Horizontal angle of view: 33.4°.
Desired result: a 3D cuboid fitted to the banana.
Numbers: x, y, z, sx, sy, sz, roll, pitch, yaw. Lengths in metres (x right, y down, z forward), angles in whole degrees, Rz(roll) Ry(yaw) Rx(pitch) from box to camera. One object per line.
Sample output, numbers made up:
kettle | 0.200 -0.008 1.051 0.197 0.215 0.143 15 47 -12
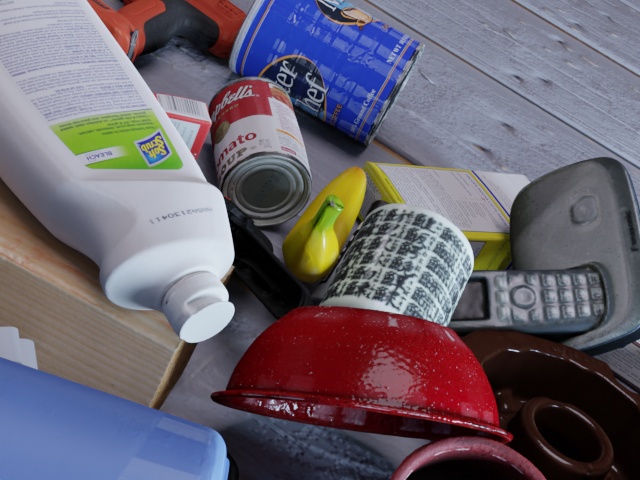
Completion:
banana | 0.005 -0.009 0.730 0.037 0.070 0.197 41 11 -4

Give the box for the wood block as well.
wood block | -0.165 0.017 0.573 0.206 0.091 0.090 28 32 1

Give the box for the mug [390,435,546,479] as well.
mug | 0.064 0.164 0.531 0.093 0.082 0.117 11 63 -6

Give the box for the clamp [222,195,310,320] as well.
clamp | -0.054 0.001 0.667 0.120 0.039 0.171 46 5 -2

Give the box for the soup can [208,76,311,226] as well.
soup can | -0.047 -0.066 0.796 0.068 0.069 0.102 13 36 -22

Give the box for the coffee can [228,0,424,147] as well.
coffee can | 0.005 -0.160 0.930 0.140 0.103 0.102 30 33 3

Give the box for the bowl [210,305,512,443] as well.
bowl | 0.025 0.071 0.575 0.162 0.162 0.055 14 76 -21

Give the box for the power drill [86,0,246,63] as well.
power drill | -0.170 -0.208 0.910 0.184 0.057 0.187 35 33 11

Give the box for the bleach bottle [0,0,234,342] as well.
bleach bottle | -0.126 -0.048 0.548 0.102 0.068 0.251 -18 57 -32

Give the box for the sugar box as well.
sugar box | 0.117 -0.016 0.868 0.175 0.048 0.093 5 40 -36

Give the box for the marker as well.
marker | 0.024 0.010 0.762 0.020 0.020 0.121 31 46 5
